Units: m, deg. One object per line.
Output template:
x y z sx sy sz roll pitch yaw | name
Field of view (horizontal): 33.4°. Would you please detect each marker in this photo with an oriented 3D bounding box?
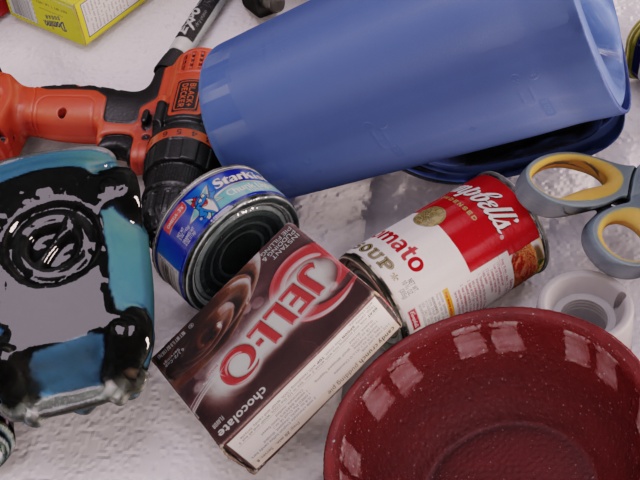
-0.098 -0.163 0.828 0.020 0.020 0.121 10 50 17 | marker

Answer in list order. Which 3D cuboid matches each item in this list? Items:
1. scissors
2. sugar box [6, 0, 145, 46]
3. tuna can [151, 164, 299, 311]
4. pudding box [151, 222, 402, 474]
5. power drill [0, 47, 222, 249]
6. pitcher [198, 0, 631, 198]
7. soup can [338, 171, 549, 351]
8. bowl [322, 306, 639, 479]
0.202 -0.024 0.620 0.201 0.016 0.096 -6 53 -29 | scissors
-0.170 -0.236 0.889 0.093 0.048 0.176 26 53 28 | sugar box
-0.054 0.001 0.627 0.086 0.086 0.034 -34 53 -21 | tuna can
-0.025 0.055 0.572 0.113 0.039 0.090 -47 39 -4 | pudding box
-0.155 -0.060 0.719 0.187 0.057 0.184 0 44 5 | power drill
0.058 -0.098 0.644 0.243 0.149 0.144 -17 -1 26 | pitcher
0.069 0.013 0.609 0.102 0.068 0.069 -29 50 -17 | soup can
0.085 0.109 0.514 0.162 0.055 0.162 -14 41 12 | bowl
